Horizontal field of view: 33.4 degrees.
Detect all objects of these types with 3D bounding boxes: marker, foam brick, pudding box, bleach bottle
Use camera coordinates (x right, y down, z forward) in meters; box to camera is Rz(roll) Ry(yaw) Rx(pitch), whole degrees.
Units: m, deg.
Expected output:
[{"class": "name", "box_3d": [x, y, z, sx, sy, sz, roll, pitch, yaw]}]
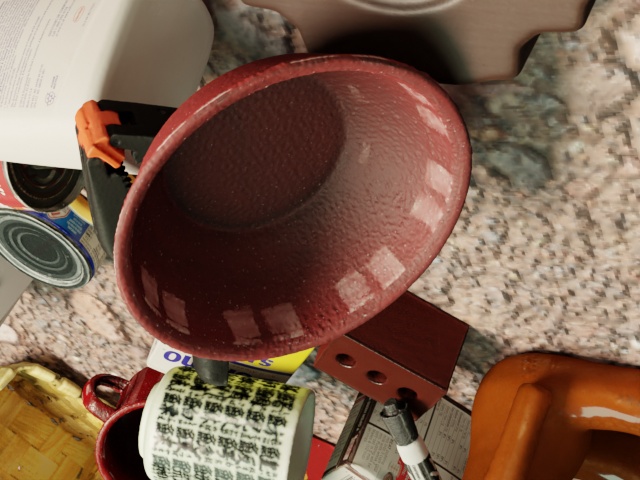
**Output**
[{"class": "marker", "box_3d": [0.067, 0.150, 0.670, 0.020, 0.020, 0.121, -9, 114, 41]}, {"class": "foam brick", "box_3d": [0.044, 0.066, 0.669, 0.078, 0.051, 0.053, 28, 146, -3]}, {"class": "pudding box", "box_3d": [0.068, 0.150, 0.730, 0.113, 0.090, 0.039, 35, 143, -11]}, {"class": "bleach bottle", "box_3d": [-0.181, -0.096, 0.579, 0.251, 0.102, 0.068, 9, 163, 34]}]

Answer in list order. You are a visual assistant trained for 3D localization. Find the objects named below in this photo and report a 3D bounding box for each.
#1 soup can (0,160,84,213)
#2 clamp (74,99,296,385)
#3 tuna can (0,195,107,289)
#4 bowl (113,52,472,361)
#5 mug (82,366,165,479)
[{"class": "soup can", "box_3d": [-0.200, -0.054, 0.652, 0.102, 0.068, 0.068, 6, 141, 32]}, {"class": "clamp", "box_3d": [-0.054, 0.001, 0.538, 0.165, 0.036, 0.209, -42, 139, 16]}, {"class": "tuna can", "box_3d": [-0.190, -0.004, 0.745, 0.086, 0.033, 0.086, 18, 145, 13]}, {"class": "bowl", "box_3d": [-0.017, -0.023, 0.464, 0.055, 0.162, 0.162, 57, 170, 42]}, {"class": "mug", "box_3d": [-0.132, 0.141, 0.831, 0.117, 0.081, 0.093, 30, 107, -10]}]
